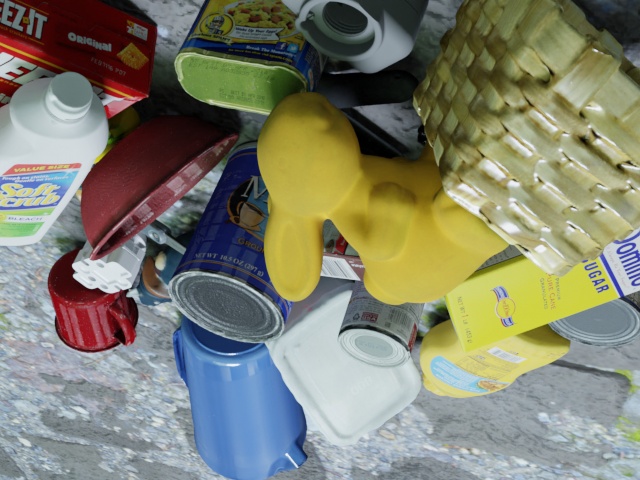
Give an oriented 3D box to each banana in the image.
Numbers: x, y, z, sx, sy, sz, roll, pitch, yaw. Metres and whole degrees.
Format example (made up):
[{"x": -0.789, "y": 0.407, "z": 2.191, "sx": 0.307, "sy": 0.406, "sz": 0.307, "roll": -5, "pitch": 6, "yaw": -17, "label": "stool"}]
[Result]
[{"x": -0.210, "y": -0.086, "z": 0.941, "sx": 0.198, "sy": 0.069, "sz": 0.037, "roll": -17, "pitch": 94, "yaw": 50, "label": "banana"}]

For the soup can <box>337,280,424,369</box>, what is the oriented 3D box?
[{"x": 0.060, "y": 0.056, "z": 0.962, "sx": 0.068, "sy": 0.102, "sz": 0.068, "roll": 14, "pitch": 147, "yaw": 9, "label": "soup can"}]

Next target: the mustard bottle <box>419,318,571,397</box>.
[{"x": 0.151, "y": 0.108, "z": 1.030, "sx": 0.096, "sy": 0.058, "sz": 0.192, "roll": 21, "pitch": 148, "yaw": -14, "label": "mustard bottle"}]

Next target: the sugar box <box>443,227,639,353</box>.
[{"x": 0.181, "y": 0.020, "z": 0.823, "sx": 0.176, "sy": 0.048, "sz": 0.093, "roll": -19, "pitch": 139, "yaw": 4, "label": "sugar box"}]

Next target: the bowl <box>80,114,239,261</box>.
[{"x": -0.145, "y": -0.055, "z": 0.888, "sx": 0.055, "sy": 0.161, "sz": 0.162, "roll": 49, "pitch": 144, "yaw": -1, "label": "bowl"}]

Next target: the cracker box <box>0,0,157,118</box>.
[{"x": -0.258, "y": -0.132, "z": 0.845, "sx": 0.163, "sy": 0.072, "sz": 0.214, "roll": 18, "pitch": 155, "yaw": -39, "label": "cracker box"}]

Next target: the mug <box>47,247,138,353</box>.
[{"x": -0.239, "y": 0.068, "z": 1.146, "sx": 0.117, "sy": 0.093, "sz": 0.081, "roll": 41, "pitch": 151, "yaw": 28, "label": "mug"}]

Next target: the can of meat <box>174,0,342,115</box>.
[{"x": -0.043, "y": -0.138, "z": 0.753, "sx": 0.102, "sy": 0.084, "sz": 0.057, "roll": 11, "pitch": 146, "yaw": 13, "label": "can of meat"}]

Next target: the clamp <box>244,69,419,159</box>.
[{"x": -0.003, "y": -0.111, "z": 0.812, "sx": 0.171, "sy": 0.039, "sz": 0.120, "roll": 20, "pitch": 147, "yaw": 0, "label": "clamp"}]

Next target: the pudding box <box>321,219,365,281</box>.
[{"x": 0.051, "y": -0.012, "z": 0.864, "sx": 0.114, "sy": 0.090, "sz": 0.039, "roll": 7, "pitch": 148, "yaw": 38, "label": "pudding box"}]

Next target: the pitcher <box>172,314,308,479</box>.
[{"x": -0.093, "y": 0.147, "z": 1.168, "sx": 0.149, "sy": 0.145, "sz": 0.243, "roll": -4, "pitch": 141, "yaw": -1, "label": "pitcher"}]

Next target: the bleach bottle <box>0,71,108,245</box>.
[{"x": -0.233, "y": -0.065, "z": 0.833, "sx": 0.102, "sy": 0.068, "sz": 0.251, "roll": 6, "pitch": 159, "yaw": -26, "label": "bleach bottle"}]

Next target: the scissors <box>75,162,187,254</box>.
[{"x": -0.159, "y": -0.024, "z": 0.993, "sx": 0.202, "sy": 0.016, "sz": 0.096, "roll": 24, "pitch": 142, "yaw": 29, "label": "scissors"}]

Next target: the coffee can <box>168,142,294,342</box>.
[{"x": -0.056, "y": 0.001, "z": 0.909, "sx": 0.103, "sy": 0.140, "sz": 0.103, "roll": 15, "pitch": 147, "yaw": 10, "label": "coffee can"}]
